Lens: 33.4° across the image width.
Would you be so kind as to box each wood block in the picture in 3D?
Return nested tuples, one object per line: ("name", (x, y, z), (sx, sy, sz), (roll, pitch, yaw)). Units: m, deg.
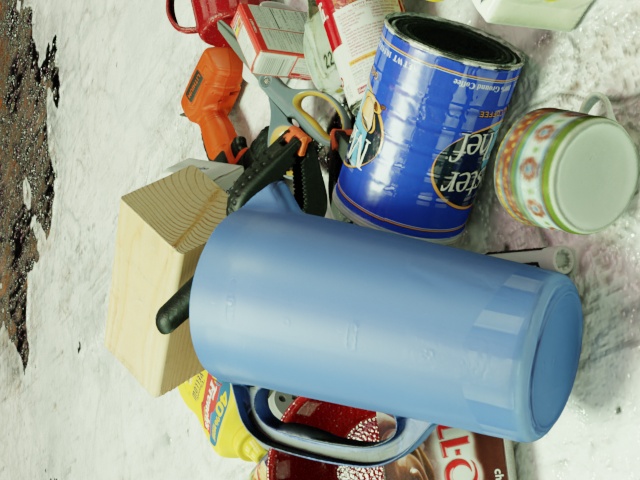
("wood block", (-0.141, 0.043, 1.034), (0.090, 0.090, 0.206), (41, 138, 24))

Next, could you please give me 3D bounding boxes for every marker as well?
("marker", (0.131, 0.016, 0.751), (0.121, 0.020, 0.020), (-6, 83, 62))

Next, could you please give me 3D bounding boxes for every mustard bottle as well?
("mustard bottle", (-0.096, 0.172, 1.123), (0.192, 0.058, 0.096), (46, 123, 52))

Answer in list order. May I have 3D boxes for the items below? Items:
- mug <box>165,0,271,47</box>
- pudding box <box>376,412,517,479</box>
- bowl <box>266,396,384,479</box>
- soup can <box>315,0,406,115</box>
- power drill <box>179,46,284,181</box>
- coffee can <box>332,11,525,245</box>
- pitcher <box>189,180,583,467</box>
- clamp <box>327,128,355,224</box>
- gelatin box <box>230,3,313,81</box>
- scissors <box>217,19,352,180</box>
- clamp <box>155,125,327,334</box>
("mug", (-0.105, -0.250, 1.108), (0.093, 0.117, 0.081), (46, -150, -73))
("pudding box", (0.090, 0.146, 0.757), (0.090, 0.039, 0.113), (-11, 78, 22))
("bowl", (0.041, 0.182, 0.828), (0.162, 0.055, 0.162), (-3, 82, 25))
("soup can", (0.041, -0.159, 0.854), (0.069, 0.068, 0.102), (-27, 78, 59))
("power drill", (-0.089, -0.111, 1.122), (0.185, 0.057, 0.188), (-53, 44, 47))
("coffee can", (0.076, -0.080, 0.770), (0.103, 0.102, 0.140), (51, 132, 50))
("pitcher", (0.042, 0.065, 0.716), (0.243, 0.144, 0.149), (11, 142, 30))
("clamp", (0.030, -0.014, 0.919), (0.120, 0.039, 0.171), (124, 145, -47))
("gelatin box", (-0.030, -0.181, 0.983), (0.030, 0.089, 0.073), (-61, 38, 39))
("scissors", (-0.052, -0.130, 1.016), (0.202, 0.016, 0.096), (35, 103, 32))
("clamp", (-0.056, 0.001, 0.938), (0.036, 0.164, 0.210), (45, 129, 51))
